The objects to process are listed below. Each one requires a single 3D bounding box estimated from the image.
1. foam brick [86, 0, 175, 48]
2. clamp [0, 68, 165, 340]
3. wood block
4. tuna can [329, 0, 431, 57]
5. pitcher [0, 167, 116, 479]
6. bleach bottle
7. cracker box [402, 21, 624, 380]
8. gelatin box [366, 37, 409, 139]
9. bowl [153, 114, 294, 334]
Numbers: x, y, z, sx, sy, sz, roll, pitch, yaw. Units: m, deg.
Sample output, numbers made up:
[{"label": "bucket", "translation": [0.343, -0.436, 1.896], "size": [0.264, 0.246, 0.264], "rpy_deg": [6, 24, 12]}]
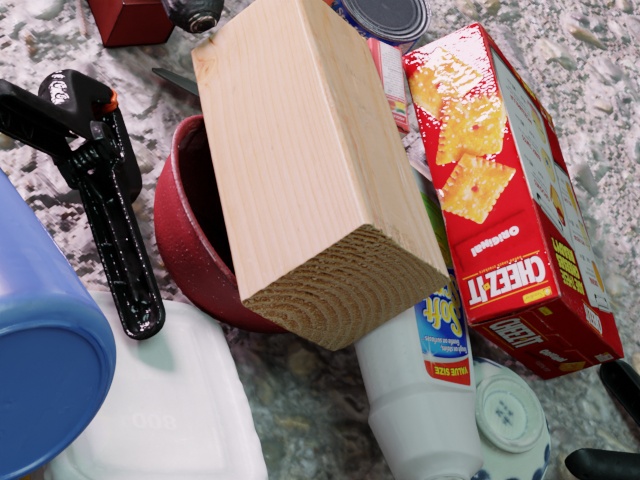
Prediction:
[{"label": "foam brick", "translation": [-0.139, -0.187, 0.776], "size": [0.052, 0.051, 0.078], "rpy_deg": [-12, 68, -33]}, {"label": "clamp", "translation": [-0.144, -0.056, 0.633], "size": [0.164, 0.036, 0.210], "rpy_deg": [60, 7, -32]}, {"label": "wood block", "translation": [-0.005, -0.050, 0.656], "size": [0.090, 0.091, 0.206], "rpy_deg": [32, 33, -44]}, {"label": "tuna can", "translation": [0.047, -0.190, 0.885], "size": [0.086, 0.034, 0.086], "rpy_deg": [13, 57, -21]}, {"label": "pitcher", "translation": [-0.194, 0.007, 0.527], "size": [0.149, 0.145, 0.243], "rpy_deg": [-28, 49, -24]}, {"label": "bleach bottle", "translation": [0.060, 0.063, 0.679], "size": [0.102, 0.068, 0.251], "rpy_deg": [35, 34, -42]}, {"label": "cracker box", "translation": [0.137, -0.023, 0.765], "size": [0.164, 0.072, 0.214], "rpy_deg": [34, 41, -54]}, {"label": "gelatin box", "translation": [0.026, -0.087, 0.755], "size": [0.030, 0.089, 0.073], "rpy_deg": [15, 56, -27]}, {"label": "bowl", "translation": [-0.054, 0.001, 0.682], "size": [0.162, 0.055, 0.162], "rpy_deg": [42, 28, -29]}]
